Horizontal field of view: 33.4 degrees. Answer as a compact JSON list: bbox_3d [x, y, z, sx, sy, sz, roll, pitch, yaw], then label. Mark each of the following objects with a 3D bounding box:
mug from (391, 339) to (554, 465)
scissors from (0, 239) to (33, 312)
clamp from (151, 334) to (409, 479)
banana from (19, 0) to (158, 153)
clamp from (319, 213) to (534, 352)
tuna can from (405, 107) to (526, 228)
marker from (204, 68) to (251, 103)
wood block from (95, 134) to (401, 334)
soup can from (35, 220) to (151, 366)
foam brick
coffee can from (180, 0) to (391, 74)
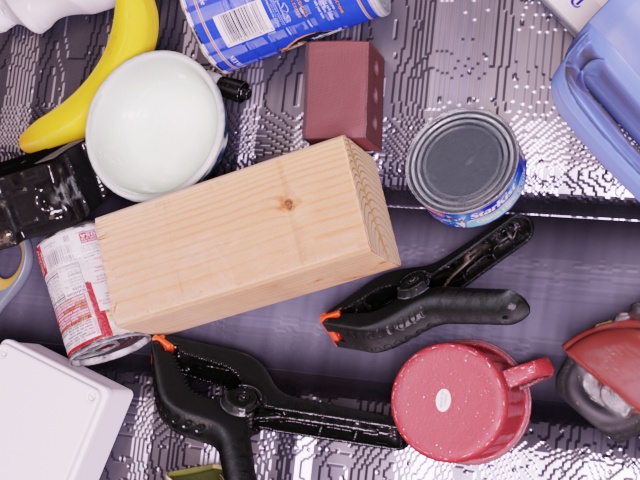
[{"bbox_3d":[0.108,0.110,0.751,0.117,0.081,0.093,-22,76,14],"label":"mug"},{"bbox_3d":[-0.279,0.076,0.921,0.096,0.016,0.202,-20,77,15],"label":"scissors"},{"bbox_3d":[-0.061,0.135,0.786,0.210,0.164,0.036,27,127,27],"label":"clamp"},{"bbox_3d":[-0.186,-0.139,0.895,0.070,0.037,0.198,40,113,15],"label":"banana"},{"bbox_3d":[0.078,0.045,0.763,0.172,0.120,0.039,-27,106,17],"label":"clamp"},{"bbox_3d":[0.108,-0.053,0.790,0.086,0.033,0.086,-9,65,21],"label":"tuna can"},{"bbox_3d":[-0.111,-0.139,0.893,0.121,0.020,0.020,21,89,20],"label":"marker"},{"bbox_3d":[-0.056,0.001,0.818,0.206,0.090,0.091,-17,76,16],"label":"wood block"},{"bbox_3d":[-0.185,0.043,0.866,0.068,0.068,0.102,-24,75,14],"label":"soup can"},{"bbox_3d":[0.019,-0.111,0.829,0.051,0.053,0.078,0,83,18],"label":"foam brick"},{"bbox_3d":[-0.028,-0.201,0.830,0.140,0.102,0.103,-18,77,15],"label":"coffee can"}]
